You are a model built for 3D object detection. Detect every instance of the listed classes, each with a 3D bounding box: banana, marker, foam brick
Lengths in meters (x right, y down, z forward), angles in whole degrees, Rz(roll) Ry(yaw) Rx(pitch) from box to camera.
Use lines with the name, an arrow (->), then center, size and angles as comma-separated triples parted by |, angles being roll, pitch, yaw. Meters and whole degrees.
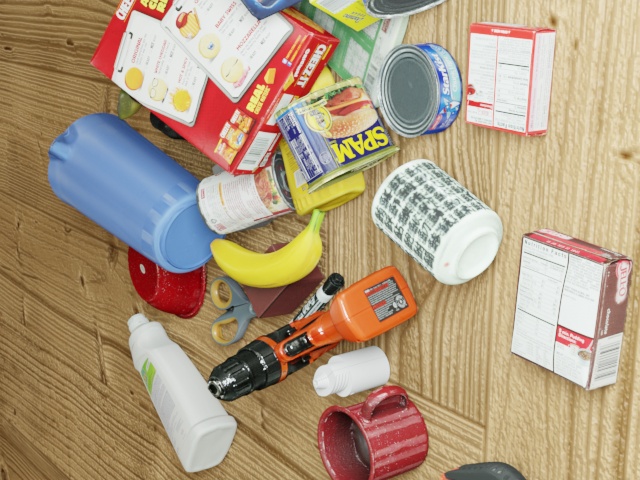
banana -> -0.057, 0.018, 1.156 | 0.198, 0.037, 0.069 | -14, 64, 47
marker -> -0.005, 0.071, 1.196 | 0.020, 0.020, 0.121 | 63, 143, 21
foam brick -> -0.043, 0.044, 1.207 | 0.078, 0.051, 0.053 | -48, 59, 40

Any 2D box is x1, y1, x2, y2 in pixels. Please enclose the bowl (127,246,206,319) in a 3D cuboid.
bowl -> -0.219, 0.033, 1.457 | 0.162, 0.055, 0.162 | 21, 116, 51

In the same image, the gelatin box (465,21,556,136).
gelatin box -> 0.159, -0.136, 0.898 | 0.073, 0.030, 0.089 | 21, 116, 49

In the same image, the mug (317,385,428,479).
mug -> 0.058, 0.194, 1.086 | 0.093, 0.081, 0.117 | 41, 131, 42

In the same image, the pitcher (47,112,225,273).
pitcher -> -0.218, -0.055, 1.335 | 0.243, 0.149, 0.145 | 34, 140, 39

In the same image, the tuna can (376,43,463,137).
tuna can -> 0.092, -0.139, 0.988 | 0.086, 0.033, 0.086 | 20, 115, 51

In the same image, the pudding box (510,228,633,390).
pudding box -> 0.204, 0.055, 0.879 | 0.090, 0.039, 0.113 | 26, 118, 50

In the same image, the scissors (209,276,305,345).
scissors -> -0.086, 0.068, 1.314 | 0.202, 0.016, 0.096 | -38, 64, 47

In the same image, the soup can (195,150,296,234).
soup can -> -0.077, -0.051, 1.174 | 0.102, 0.068, 0.068 | -18, 84, 24

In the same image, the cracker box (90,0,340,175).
cracker box -> -0.110, -0.192, 1.086 | 0.214, 0.072, 0.164 | 38, 109, 21

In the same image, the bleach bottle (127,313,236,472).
bleach bottle -> -0.205, 0.193, 1.478 | 0.251, 0.067, 0.103 | 54, 138, 35

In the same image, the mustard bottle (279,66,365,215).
mustard bottle -> -0.014, -0.128, 1.119 | 0.096, 0.058, 0.191 | -26, 78, 57

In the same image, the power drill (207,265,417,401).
power drill -> -0.007, 0.096, 1.081 | 0.188, 0.184, 0.057 | -30, 88, 45

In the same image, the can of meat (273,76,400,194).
can of meat -> 0.015, -0.103, 1.035 | 0.058, 0.101, 0.084 | -30, 86, 54
